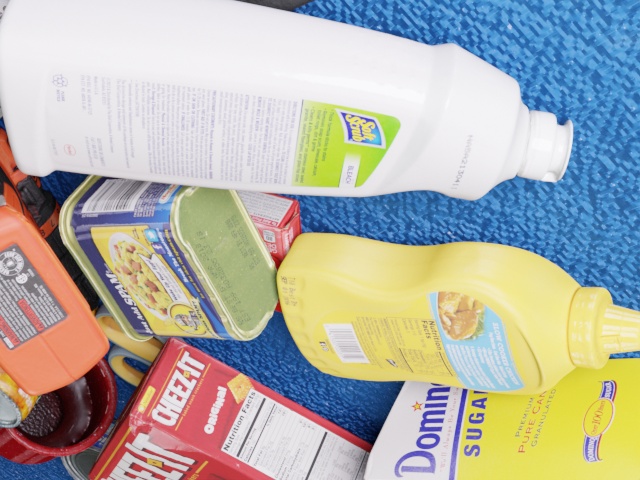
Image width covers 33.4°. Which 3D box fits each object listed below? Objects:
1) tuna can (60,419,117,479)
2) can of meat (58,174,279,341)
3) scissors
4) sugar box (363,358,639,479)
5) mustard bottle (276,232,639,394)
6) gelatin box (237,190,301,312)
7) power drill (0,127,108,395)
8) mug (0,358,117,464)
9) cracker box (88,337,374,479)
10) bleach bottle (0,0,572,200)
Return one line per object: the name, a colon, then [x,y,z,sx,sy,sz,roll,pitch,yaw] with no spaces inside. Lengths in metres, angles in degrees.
tuna can: [-0.175,0.189,0.906,0.086,0.033,0.086,18,139,16]
can of meat: [-0.080,0.008,0.585,0.084,0.057,0.102,-1,129,36]
scissors: [-0.078,0.110,0.775,0.201,0.016,0.096,32,143,-1]
sugar box: [0.116,0.112,0.592,0.177,0.093,0.048,-5,129,36]
mustard bottle: [0.076,0.041,0.569,0.192,0.058,0.096,3,135,31]
gelatin box: [-0.054,0.001,0.631,0.089,0.030,0.073,16,139,18]
power drill: [-0.174,0.009,0.618,0.184,0.057,0.188,60,174,-32]
mug: [-0.224,0.128,0.816,0.082,0.117,0.093,-34,71,54]
cracker box: [-0.047,0.174,0.762,0.213,0.072,0.164,29,146,-6]
bleach bottle: [-0.014,-0.057,0.490,0.251,0.068,0.103,10,147,0]
